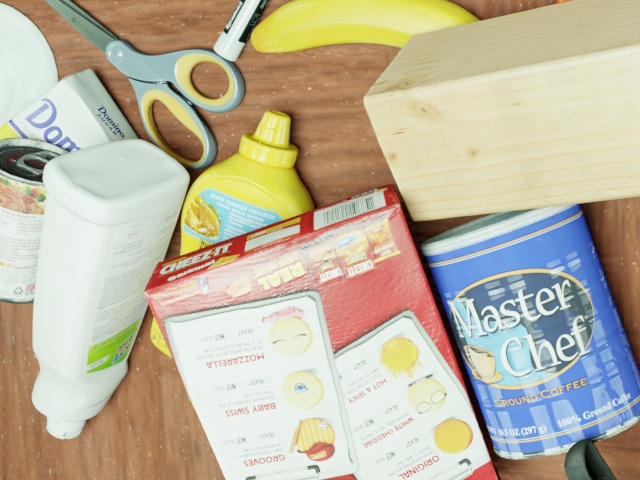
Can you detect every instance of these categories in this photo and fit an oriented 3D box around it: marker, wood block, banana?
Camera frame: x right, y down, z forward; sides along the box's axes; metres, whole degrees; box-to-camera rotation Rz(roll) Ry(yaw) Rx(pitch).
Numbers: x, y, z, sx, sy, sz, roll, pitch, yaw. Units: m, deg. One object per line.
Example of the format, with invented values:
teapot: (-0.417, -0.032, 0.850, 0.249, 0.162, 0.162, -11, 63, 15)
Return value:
marker: (-0.038, -0.181, 0.743, 0.020, 0.020, 0.121, 38, 111, 12)
wood block: (0.143, -0.079, 0.608, 0.206, 0.090, 0.090, -7, 122, 33)
banana: (0.046, -0.133, 0.707, 0.198, 0.037, 0.070, 21, 105, 18)

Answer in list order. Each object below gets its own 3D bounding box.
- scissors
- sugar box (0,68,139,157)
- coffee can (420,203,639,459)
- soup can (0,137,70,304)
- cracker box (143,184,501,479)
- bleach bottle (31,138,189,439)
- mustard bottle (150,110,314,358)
scissors: (-0.131, -0.145, 0.790, 0.096, 0.016, 0.202, -38, 84, 22)
sugar box: (-0.221, -0.046, 0.823, 0.176, 0.048, 0.093, -31, 97, 27)
coffee can: (0.134, 0.051, 0.667, 0.103, 0.102, 0.140, -19, 92, 24)
soup can: (-0.215, -0.014, 0.771, 0.068, 0.068, 0.102, 27, 117, 16)
cracker box: (0.006, 0.090, 0.679, 0.164, 0.072, 0.213, -20, 106, 6)
bleach bottle: (-0.170, 0.051, 0.779, 0.068, 0.102, 0.251, 36, 124, 22)
mustard bottle: (-0.055, 0.001, 0.760, 0.096, 0.058, 0.192, 21, 107, 16)
